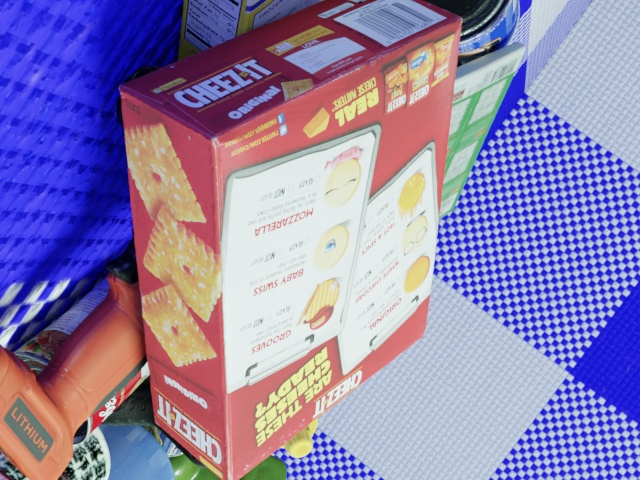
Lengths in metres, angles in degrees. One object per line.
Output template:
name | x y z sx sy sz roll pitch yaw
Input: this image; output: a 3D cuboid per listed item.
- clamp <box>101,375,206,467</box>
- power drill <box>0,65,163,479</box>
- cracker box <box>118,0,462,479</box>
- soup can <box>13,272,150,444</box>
clamp | -0.093 0.098 0.713 0.120 0.172 0.039 -18 114 -49
power drill | -0.111 0.024 0.554 0.187 0.057 0.184 -42 140 -21
cracker box | -0.013 -0.005 0.547 0.163 0.072 0.214 -32 139 -35
soup can | -0.139 0.069 0.665 0.102 0.068 0.069 -46 169 -45
